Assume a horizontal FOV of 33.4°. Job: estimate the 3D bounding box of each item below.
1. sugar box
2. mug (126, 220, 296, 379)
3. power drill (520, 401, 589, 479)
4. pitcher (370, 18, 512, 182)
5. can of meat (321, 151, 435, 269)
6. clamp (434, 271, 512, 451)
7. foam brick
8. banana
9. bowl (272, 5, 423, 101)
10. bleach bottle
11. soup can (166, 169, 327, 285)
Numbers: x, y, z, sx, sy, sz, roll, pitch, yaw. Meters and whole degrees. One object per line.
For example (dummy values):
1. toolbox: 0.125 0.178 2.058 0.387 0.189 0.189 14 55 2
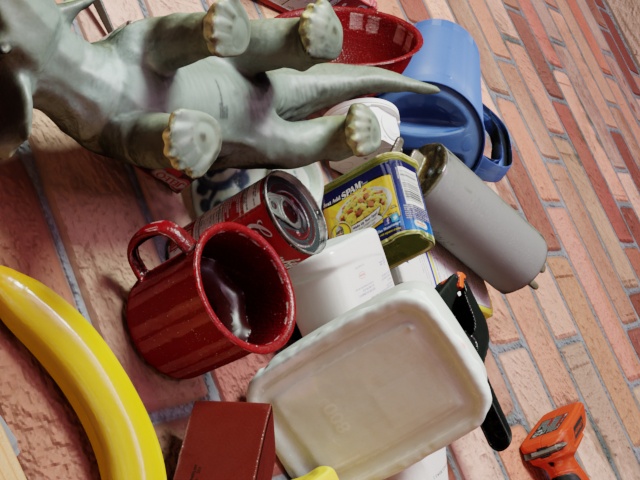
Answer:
1. sugar box: 0.104 0.029 1.082 0.175 0.048 0.093 18 47 -47
2. mug: -0.084 0.037 0.720 0.117 0.082 0.093 49 37 -19
3. power drill: 0.297 0.274 1.154 0.187 0.057 0.184 62 28 2
4. pitcher: 0.133 -0.158 1.212 0.242 0.145 0.149 -72 145 -58
5. can of meat: 0.050 -0.020 0.980 0.057 0.102 0.084 21 49 -49
6. clamp: 0.118 0.103 0.975 0.120 0.039 0.171 24 45 -40
7. foam brick: -0.060 0.147 0.677 0.078 0.053 0.051 -78 168 -50
8. banana: -0.137 0.100 0.632 0.069 0.037 0.198 -10 73 -61
9. bowl: 0.021 -0.185 1.080 0.162 0.162 0.055 -66 162 -56
10. bleach bottle: 0.045 0.121 0.859 0.102 0.068 0.251 -25 96 -57
11. soup can: -0.055 0.001 0.787 0.068 0.102 0.068 39 35 -34
